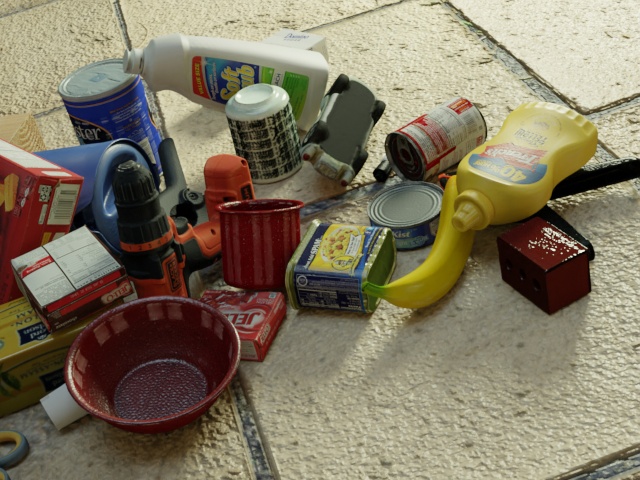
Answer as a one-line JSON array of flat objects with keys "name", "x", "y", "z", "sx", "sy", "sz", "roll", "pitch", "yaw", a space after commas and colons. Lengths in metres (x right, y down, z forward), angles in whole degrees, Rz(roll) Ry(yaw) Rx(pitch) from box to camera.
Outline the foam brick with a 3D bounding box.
[{"name": "foam brick", "x": 0.211, "y": 0.022, "z": 1.010, "sx": 0.051, "sy": 0.053, "sz": 0.078, "roll": -26, "pitch": 35, "yaw": -16}]

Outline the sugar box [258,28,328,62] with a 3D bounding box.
[{"name": "sugar box", "x": -0.080, "y": -0.242, "z": 1.514, "sx": 0.176, "sy": 0.048, "sz": 0.093, "roll": -34, "pitch": 38, "yaw": -32}]

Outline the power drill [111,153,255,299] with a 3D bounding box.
[{"name": "power drill", "x": -0.140, "y": -0.022, "z": 1.109, "sx": 0.057, "sy": 0.184, "sz": 0.187, "roll": 8, "pitch": 30, "yaw": 29}]

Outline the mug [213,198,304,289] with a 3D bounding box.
[{"name": "mug", "x": -0.057, "y": 0.001, "z": 1.106, "sx": 0.093, "sy": 0.081, "sz": 0.117, "roll": 1, "pitch": 10, "yaw": 18}]

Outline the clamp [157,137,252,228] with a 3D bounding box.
[{"name": "clamp", "x": -0.159, "y": -0.049, "z": 1.230, "sx": 0.120, "sy": 0.039, "sz": 0.171, "roll": 27, "pitch": 42, "yaw": 2}]

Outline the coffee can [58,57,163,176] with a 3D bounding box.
[{"name": "coffee can", "x": -0.261, "y": -0.146, "z": 1.356, "sx": 0.103, "sy": 0.140, "sz": 0.103, "roll": -10, "pitch": 34, "yaw": 7}]

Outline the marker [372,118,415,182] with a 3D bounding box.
[{"name": "marker", "x": 0.091, "y": -0.107, "z": 1.274, "sx": 0.020, "sy": 0.020, "sz": 0.121, "roll": 5, "pitch": 39, "yaw": 27}]

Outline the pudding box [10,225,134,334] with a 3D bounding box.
[{"name": "pudding box", "x": -0.248, "y": 0.037, "z": 1.056, "sx": 0.090, "sy": 0.039, "sz": 0.114, "roll": -27, "pitch": 37, "yaw": -20}]

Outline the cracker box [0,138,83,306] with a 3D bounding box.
[{"name": "cracker box", "x": -0.370, "y": -0.027, "z": 1.160, "sx": 0.214, "sy": 0.164, "sz": 0.072, "roll": 24, "pitch": 13, "yaw": 30}]

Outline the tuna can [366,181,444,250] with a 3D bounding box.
[{"name": "tuna can", "x": 0.094, "y": -0.026, "z": 1.142, "sx": 0.086, "sy": 0.034, "sz": 0.086, "roll": -10, "pitch": 34, "yaw": 7}]

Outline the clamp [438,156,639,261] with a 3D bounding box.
[{"name": "clamp", "x": 0.226, "y": -0.051, "z": 1.125, "sx": 0.210, "sy": 0.036, "sz": 0.164, "roll": 15, "pitch": 44, "yaw": 38}]

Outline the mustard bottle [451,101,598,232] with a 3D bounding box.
[{"name": "mustard bottle", "x": 0.193, "y": -0.068, "z": 1.075, "sx": 0.096, "sy": 0.058, "sz": 0.191, "roll": 26, "pitch": 52, "yaw": 31}]

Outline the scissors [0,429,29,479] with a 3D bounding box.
[{"name": "scissors", "x": -0.357, "y": 0.203, "z": 0.998, "sx": 0.202, "sy": 0.016, "sz": 0.096, "roll": 7, "pitch": 38, "yaw": 29}]

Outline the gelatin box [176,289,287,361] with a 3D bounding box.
[{"name": "gelatin box", "x": -0.086, "y": 0.082, "z": 1.057, "sx": 0.089, "sy": 0.030, "sz": 0.073, "roll": 1, "pitch": 37, "yaw": 23}]

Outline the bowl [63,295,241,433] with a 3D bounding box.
[{"name": "bowl", "x": -0.151, "y": 0.124, "z": 0.985, "sx": 0.162, "sy": 0.055, "sz": 0.162, "roll": -2, "pitch": 40, "yaw": 2}]

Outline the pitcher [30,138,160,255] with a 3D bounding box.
[{"name": "pitcher", "x": -0.316, "y": -0.049, "z": 1.260, "sx": 0.243, "sy": 0.149, "sz": 0.145, "roll": -1, "pitch": 67, "yaw": 24}]

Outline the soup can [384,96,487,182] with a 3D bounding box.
[{"name": "soup can", "x": 0.133, "y": -0.115, "z": 1.227, "sx": 0.102, "sy": 0.068, "sz": 0.069, "roll": -32, "pitch": 37, "yaw": -24}]

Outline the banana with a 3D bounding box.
[{"name": "banana", "x": 0.116, "y": 0.009, "z": 1.058, "sx": 0.037, "sy": 0.069, "sz": 0.197, "roll": -29, "pitch": 14, "yaw": 48}]

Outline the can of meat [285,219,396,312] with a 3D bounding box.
[{"name": "can of meat", "x": 0.023, "y": 0.026, "z": 1.074, "sx": 0.084, "sy": 0.057, "sz": 0.102, "roll": 4, "pitch": 38, "yaw": 22}]

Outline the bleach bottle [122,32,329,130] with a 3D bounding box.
[{"name": "bleach bottle", "x": -0.120, "y": -0.200, "z": 1.327, "sx": 0.250, "sy": 0.103, "sz": 0.068, "roll": 4, "pitch": 34, "yaw": -22}]
